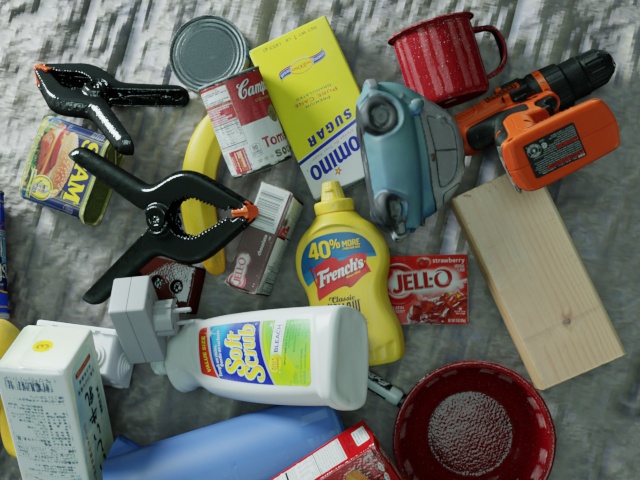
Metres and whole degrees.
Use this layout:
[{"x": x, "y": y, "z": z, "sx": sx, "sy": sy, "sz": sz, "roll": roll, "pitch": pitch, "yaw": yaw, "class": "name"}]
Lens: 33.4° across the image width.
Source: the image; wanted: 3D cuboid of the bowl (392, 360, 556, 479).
[{"x": 0.153, "y": 0.200, "z": 1.080, "sx": 0.162, "sy": 0.055, "sz": 0.162, "roll": 0, "pitch": 90, "yaw": 4, "class": "bowl"}]

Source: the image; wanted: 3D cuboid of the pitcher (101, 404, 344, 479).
[{"x": -0.083, "y": 0.251, "z": 1.068, "sx": 0.243, "sy": 0.145, "sz": 0.149, "roll": -20, "pitch": 117, "yaw": -3, "class": "pitcher"}]

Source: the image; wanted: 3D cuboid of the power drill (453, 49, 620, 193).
[{"x": 0.224, "y": -0.121, "z": 1.039, "sx": 0.184, "sy": 0.187, "sz": 0.057, "roll": -29, "pitch": 108, "yaw": 6, "class": "power drill"}]

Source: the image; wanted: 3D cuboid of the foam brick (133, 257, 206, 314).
[{"x": -0.168, "y": 0.046, "z": 1.143, "sx": 0.078, "sy": 0.051, "sz": 0.053, "roll": 11, "pitch": 87, "yaw": 9, "class": "foam brick"}]

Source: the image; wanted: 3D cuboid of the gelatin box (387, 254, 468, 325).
[{"x": 0.109, "y": 0.052, "z": 1.114, "sx": 0.089, "sy": 0.030, "sz": 0.073, "roll": -1, "pitch": 85, "yaw": 8, "class": "gelatin box"}]

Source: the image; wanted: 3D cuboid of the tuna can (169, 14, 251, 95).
[{"x": -0.120, "y": -0.200, "z": 1.164, "sx": 0.086, "sy": 0.033, "sz": 0.086, "roll": -1, "pitch": 85, "yaw": 8, "class": "tuna can"}]

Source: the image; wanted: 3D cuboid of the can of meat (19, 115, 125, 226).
[{"x": -0.271, "y": -0.077, "z": 1.165, "sx": 0.084, "sy": 0.057, "sz": 0.102, "roll": 20, "pitch": 89, "yaw": 11, "class": "can of meat"}]

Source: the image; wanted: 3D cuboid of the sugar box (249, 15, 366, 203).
[{"x": 0.002, "y": -0.138, "z": 1.137, "sx": 0.093, "sy": 0.048, "sz": 0.176, "roll": -25, "pitch": 82, "yaw": 5, "class": "sugar box"}]

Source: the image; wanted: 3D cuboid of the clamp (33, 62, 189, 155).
[{"x": -0.231, "y": -0.158, "z": 1.163, "sx": 0.172, "sy": 0.120, "sz": 0.039, "roll": 31, "pitch": 133, "yaw": 21, "class": "clamp"}]

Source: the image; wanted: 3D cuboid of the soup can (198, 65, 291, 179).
[{"x": -0.078, "y": -0.122, "z": 1.112, "sx": 0.068, "sy": 0.068, "sz": 0.102, "roll": -20, "pitch": 98, "yaw": 6, "class": "soup can"}]

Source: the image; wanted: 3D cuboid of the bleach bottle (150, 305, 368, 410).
[{"x": -0.072, "y": 0.123, "z": 1.076, "sx": 0.251, "sy": 0.068, "sz": 0.102, "roll": -9, "pitch": 71, "yaw": 35, "class": "bleach bottle"}]

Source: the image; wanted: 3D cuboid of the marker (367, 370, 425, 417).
[{"x": 0.056, "y": 0.150, "z": 1.119, "sx": 0.121, "sy": 0.020, "sz": 0.020, "roll": 32, "pitch": 90, "yaw": 9, "class": "marker"}]

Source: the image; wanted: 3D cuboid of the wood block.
[{"x": 0.215, "y": 0.037, "z": 1.071, "sx": 0.091, "sy": 0.090, "sz": 0.206, "roll": -24, "pitch": 82, "yaw": 4, "class": "wood block"}]

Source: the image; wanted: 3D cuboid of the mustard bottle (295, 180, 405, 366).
[{"x": 0.025, "y": 0.034, "z": 1.091, "sx": 0.096, "sy": 0.058, "sz": 0.191, "roll": -10, "pitch": 86, "yaw": 16, "class": "mustard bottle"}]

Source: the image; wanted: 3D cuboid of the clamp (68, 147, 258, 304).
[{"x": -0.166, "y": -0.031, "z": 1.085, "sx": 0.210, "sy": 0.036, "sz": 0.164, "roll": -12, "pitch": 91, "yaw": 21, "class": "clamp"}]

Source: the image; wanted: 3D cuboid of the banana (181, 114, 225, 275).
[{"x": -0.117, "y": -0.064, "z": 1.152, "sx": 0.070, "sy": 0.037, "sz": 0.198, "roll": 12, "pitch": 87, "yaw": 9, "class": "banana"}]

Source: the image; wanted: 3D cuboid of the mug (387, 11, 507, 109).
[{"x": 0.136, "y": -0.184, "z": 1.103, "sx": 0.117, "sy": 0.093, "sz": 0.081, "roll": -17, "pitch": 88, "yaw": -5, "class": "mug"}]

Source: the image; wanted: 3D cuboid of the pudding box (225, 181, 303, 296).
[{"x": -0.057, "y": 0.001, "z": 1.112, "sx": 0.039, "sy": 0.090, "sz": 0.113, "roll": 22, "pitch": 88, "yaw": 7, "class": "pudding box"}]
